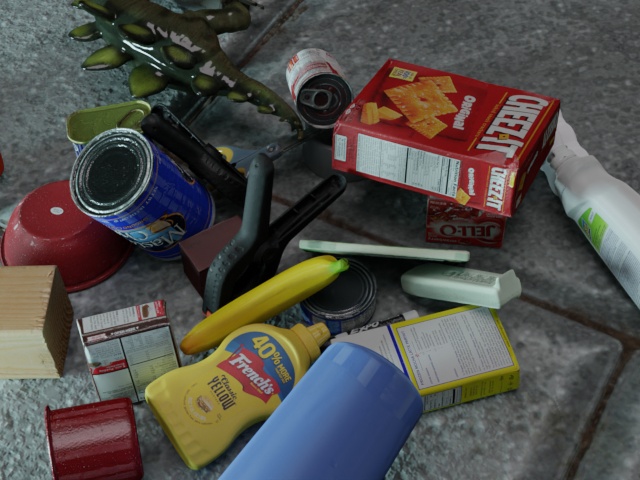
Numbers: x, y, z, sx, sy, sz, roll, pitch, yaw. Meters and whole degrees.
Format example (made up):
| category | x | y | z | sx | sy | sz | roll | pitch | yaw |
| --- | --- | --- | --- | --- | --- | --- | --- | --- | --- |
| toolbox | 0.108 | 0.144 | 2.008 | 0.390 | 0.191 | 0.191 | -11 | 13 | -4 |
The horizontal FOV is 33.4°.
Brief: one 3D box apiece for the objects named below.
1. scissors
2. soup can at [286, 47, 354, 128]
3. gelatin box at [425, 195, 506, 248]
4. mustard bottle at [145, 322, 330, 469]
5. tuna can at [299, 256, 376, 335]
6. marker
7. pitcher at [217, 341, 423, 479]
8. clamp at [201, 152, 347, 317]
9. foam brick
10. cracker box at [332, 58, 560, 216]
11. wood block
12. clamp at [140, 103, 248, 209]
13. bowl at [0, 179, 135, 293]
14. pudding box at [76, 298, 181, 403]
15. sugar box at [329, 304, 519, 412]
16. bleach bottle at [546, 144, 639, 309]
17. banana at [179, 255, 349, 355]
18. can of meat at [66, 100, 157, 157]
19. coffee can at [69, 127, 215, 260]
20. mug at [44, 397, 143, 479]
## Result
| category | x | y | z | sx | sy | sz | roll | pitch | yaw |
| --- | --- | --- | --- | --- | --- | --- | --- | --- | --- |
| scissors | -0.073 | -0.113 | 1.284 | 0.201 | 0.016 | 0.096 | -39 | 52 | -5 |
| soup can | -0.002 | -0.182 | 1.261 | 0.068 | 0.068 | 0.102 | -10 | 28 | -5 |
| gelatin box | 0.164 | -0.027 | 1.198 | 0.089 | 0.073 | 0.030 | 6 | 51 | 7 |
| mustard bottle | -0.072 | 0.139 | 1.068 | 0.191 | 0.058 | 0.096 | -31 | 78 | -17 |
| tuna can | 0.018 | 0.060 | 1.158 | 0.086 | 0.034 | 0.086 | -2 | 50 | 2 |
| marker | 0.047 | 0.100 | 1.132 | 0.121 | 0.020 | 0.020 | -16 | 51 | -10 |
| pitcher | -0.006 | 0.219 | 0.951 | 0.145 | 0.149 | 0.242 | 23 | 62 | 32 |
| clamp | -0.057 | 0.001 | 1.142 | 0.036 | 0.210 | 0.164 | 40 | 23 | 29 |
| foam brick | -0.111 | 0.019 | 1.190 | 0.078 | 0.051 | 0.053 | -26 | 52 | -18 |
| cracker box | 0.142 | -0.122 | 1.198 | 0.214 | 0.072 | 0.164 | 17 | 41 | 20 |
| wood block | -0.376 | 0.087 | 1.123 | 0.206 | 0.090 | 0.091 | -1 | 51 | 2 |
| clamp | -0.136 | -0.097 | 1.221 | 0.039 | 0.171 | 0.120 | -44 | 21 | 12 |
| bowl | -0.295 | -0.018 | 1.230 | 0.162 | 0.055 | 0.162 | -2 | 50 | 2 |
| pudding box | -0.188 | 0.116 | 1.072 | 0.090 | 0.113 | 0.039 | -14 | 47 | -9 |
| sugar box | 0.106 | 0.126 | 1.091 | 0.176 | 0.048 | 0.093 | -14 | 50 | -4 |
| bleach bottle | 0.328 | -0.011 | 1.140 | 0.068 | 0.102 | 0.251 | -24 | 60 | -16 |
| banana | -0.057 | 0.062 | 1.114 | 0.198 | 0.069 | 0.037 | -30 | 81 | 8 |
| can of meat | -0.247 | -0.115 | 1.289 | 0.102 | 0.084 | 0.057 | -11 | 50 | -6 |
| coffee can | -0.192 | -0.048 | 1.173 | 0.103 | 0.140 | 0.103 | -9 | 67 | 21 |
| mug | -0.218 | 0.194 | 1.034 | 0.081 | 0.093 | 0.117 | -9 | 13 | -11 |
